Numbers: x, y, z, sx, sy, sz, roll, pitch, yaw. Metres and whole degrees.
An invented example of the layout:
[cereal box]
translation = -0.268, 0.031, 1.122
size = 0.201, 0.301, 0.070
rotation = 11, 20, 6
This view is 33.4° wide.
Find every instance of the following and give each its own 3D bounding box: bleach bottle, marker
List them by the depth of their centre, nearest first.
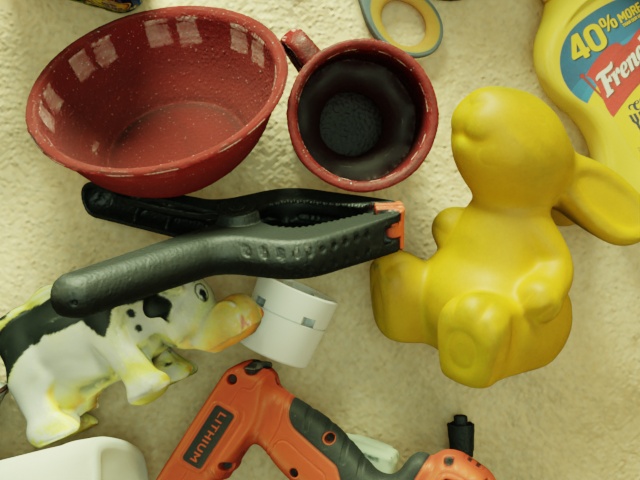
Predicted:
[bleach bottle]
translation = -0.239, 0.176, 0.663
size = 0.251, 0.102, 0.068
rotation = -11, 72, 8
[marker]
translation = 0.097, 0.179, 0.727
size = 0.020, 0.020, 0.121
rotation = -2, 91, -5

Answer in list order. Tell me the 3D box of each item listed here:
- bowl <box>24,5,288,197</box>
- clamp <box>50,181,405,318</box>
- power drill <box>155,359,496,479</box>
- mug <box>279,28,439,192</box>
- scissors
[bowl]
translation = -0.096, -0.077, 0.661
size = 0.162, 0.162, 0.055
rotation = -16, 137, -4
[clamp]
translation = -0.054, 0.001, 0.631
size = 0.210, 0.164, 0.036
rotation = 0, 114, 2
[power drill]
translation = -0.008, 0.178, 0.673
size = 0.188, 0.057, 0.184
rotation = 32, 92, 11
[mug]
translation = 0.014, -0.085, 0.682
size = 0.093, 0.081, 0.117
rotation = -42, 95, -3
[scissors]
translation = 0.009, -0.183, 0.712
size = 0.201, 0.016, 0.096
rotation = 12, 90, -5
